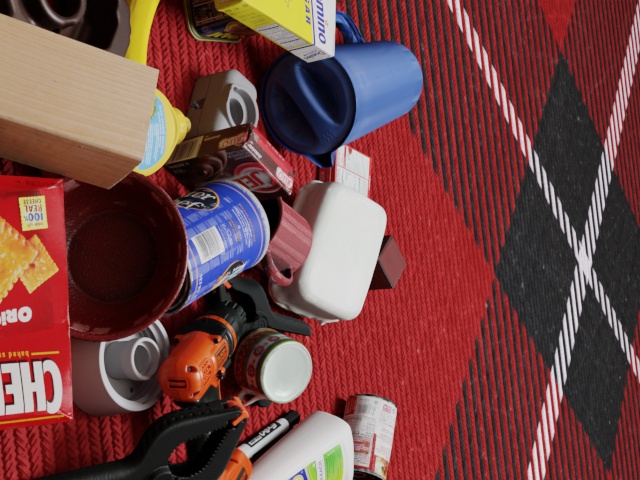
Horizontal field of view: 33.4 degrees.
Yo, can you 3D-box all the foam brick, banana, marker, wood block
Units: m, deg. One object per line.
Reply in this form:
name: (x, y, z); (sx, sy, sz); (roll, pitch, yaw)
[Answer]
foam brick: (0.062, 0.031, 1.403); (0.051, 0.078, 0.053); (61, 42, -29)
banana: (-0.187, -0.243, 1.132); (0.069, 0.037, 0.197); (70, 29, -65)
marker: (-0.060, 0.226, 1.237); (0.120, 0.020, 0.020); (-26, 105, -54)
wood block: (-0.252, -0.122, 0.893); (0.205, 0.090, 0.091); (16, 68, -27)

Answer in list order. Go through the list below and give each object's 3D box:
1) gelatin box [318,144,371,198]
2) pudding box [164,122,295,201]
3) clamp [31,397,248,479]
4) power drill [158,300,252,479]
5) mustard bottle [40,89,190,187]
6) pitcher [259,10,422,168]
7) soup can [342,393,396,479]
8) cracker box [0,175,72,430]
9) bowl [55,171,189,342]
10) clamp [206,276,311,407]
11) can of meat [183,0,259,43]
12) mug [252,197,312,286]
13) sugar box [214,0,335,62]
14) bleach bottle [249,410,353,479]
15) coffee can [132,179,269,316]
gelatin box: (0.032, -0.086, 1.423); (0.089, 0.030, 0.073); (22, 68, -52)
pudding box: (-0.097, -0.078, 1.158); (0.090, 0.114, 0.039); (47, 48, -40)
clamp: (-0.160, 0.215, 0.988); (0.210, 0.036, 0.164); (-44, 126, 0)
power drill: (-0.111, 0.170, 1.102); (0.184, 0.057, 0.188); (-51, 137, -67)
mustard bottle: (-0.196, -0.110, 1.066); (0.191, 0.058, 0.096); (-16, 107, -56)
pitcher: (0.036, -0.203, 1.368); (0.145, 0.149, 0.242); (39, 30, 13)
soup can: (0.057, 0.254, 1.360); (0.068, 0.069, 0.102); (41, 51, -44)
cracker box: (-0.290, 0.051, 0.880); (0.163, 0.072, 0.214); (2, 82, -50)
bowl: (-0.199, 0.013, 0.991); (0.055, 0.162, 0.162); (69, 17, -85)
clamp: (-0.072, 0.094, 1.226); (0.120, 0.039, 0.171); (-55, 130, -42)
can of meat: (-0.092, -0.265, 1.228); (0.101, 0.084, 0.057); (-11, 93, -56)
mug: (-0.058, 0.001, 1.213); (0.081, 0.093, 0.117); (38, 24, -52)
sugar box: (-0.046, -0.270, 1.178); (0.175, 0.048, 0.093); (17, 71, -52)
bleach bottle: (-0.057, 0.290, 1.189); (0.250, 0.068, 0.102); (-32, 129, -48)
coffee can: (-0.132, 0.005, 1.100); (0.140, 0.103, 0.103); (-33, 111, -53)
